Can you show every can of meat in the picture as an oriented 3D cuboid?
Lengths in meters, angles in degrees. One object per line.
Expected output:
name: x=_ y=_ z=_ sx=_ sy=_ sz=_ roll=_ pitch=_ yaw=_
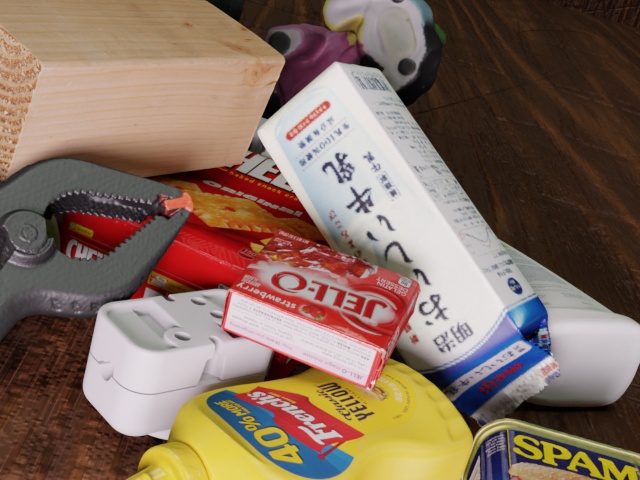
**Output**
can of meat: x=0.124 y=0.145 z=0.539 sx=0.102 sy=0.057 sz=0.084 roll=16 pitch=25 yaw=0

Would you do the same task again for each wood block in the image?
wood block: x=-0.133 y=-0.099 z=0.683 sx=0.090 sy=0.091 sz=0.205 roll=39 pitch=30 yaw=26

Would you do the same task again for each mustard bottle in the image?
mustard bottle: x=-0.018 y=0.106 z=0.528 sx=0.191 sy=0.058 sz=0.096 roll=-7 pitch=32 yaw=-44

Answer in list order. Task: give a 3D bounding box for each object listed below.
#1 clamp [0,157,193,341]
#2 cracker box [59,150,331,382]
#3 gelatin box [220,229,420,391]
clamp: x=-0.159 y=0.014 z=0.560 sx=0.209 sy=0.036 sz=0.164 roll=-7 pitch=67 yaw=-32
cracker box: x=-0.055 y=0.001 z=0.732 sx=0.164 sy=0.072 sz=0.213 roll=22 pitch=22 yaw=13
gelatin box: x=0.002 y=0.034 z=0.573 sx=0.089 sy=0.030 sz=0.073 roll=21 pitch=32 yaw=10
